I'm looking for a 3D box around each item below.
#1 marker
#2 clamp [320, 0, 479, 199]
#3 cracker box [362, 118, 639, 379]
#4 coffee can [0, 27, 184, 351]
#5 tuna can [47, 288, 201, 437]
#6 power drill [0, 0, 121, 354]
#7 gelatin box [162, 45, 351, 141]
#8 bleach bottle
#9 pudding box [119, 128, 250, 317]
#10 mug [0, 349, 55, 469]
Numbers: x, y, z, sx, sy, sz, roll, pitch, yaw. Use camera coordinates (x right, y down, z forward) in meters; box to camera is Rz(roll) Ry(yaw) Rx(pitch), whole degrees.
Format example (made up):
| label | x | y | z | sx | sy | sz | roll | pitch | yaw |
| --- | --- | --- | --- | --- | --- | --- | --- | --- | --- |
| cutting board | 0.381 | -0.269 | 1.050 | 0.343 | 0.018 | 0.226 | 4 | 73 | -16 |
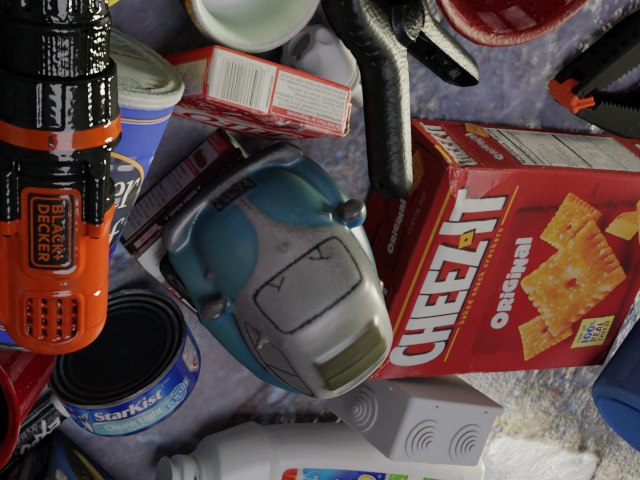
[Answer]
| label | x | y | z | sx | sy | sz | roll | pitch | yaw |
| --- | --- | --- | --- | --- | --- | --- | --- | --- | --- |
| marker | -0.175 | 0.114 | 0.657 | 0.121 | 0.020 | 0.020 | -40 | 133 | -1 |
| clamp | 0.035 | -0.110 | 0.584 | 0.171 | 0.039 | 0.120 | 54 | 46 | -39 |
| cracker box | 0.130 | 0.010 | 0.728 | 0.213 | 0.072 | 0.164 | 0 | 122 | -31 |
| coffee can | -0.139 | -0.033 | 0.518 | 0.102 | 0.103 | 0.140 | 11 | 116 | -36 |
| tuna can | -0.114 | 0.071 | 0.618 | 0.086 | 0.086 | 0.033 | -29 | 133 | -10 |
| power drill | -0.173 | -0.038 | 0.418 | 0.187 | 0.057 | 0.184 | 2 | 116 | -9 |
| gelatin box | -0.039 | -0.075 | 0.565 | 0.089 | 0.073 | 0.030 | 12 | 86 | -35 |
| bleach bottle | -0.003 | 0.180 | 0.779 | 0.250 | 0.068 | 0.103 | 8 | 116 | -32 |
| pudding box | -0.054 | 0.001 | 0.636 | 0.090 | 0.039 | 0.113 | -43 | 135 | 0 |
| mug | -0.200 | 0.069 | 0.558 | 0.117 | 0.081 | 0.093 | -1 | 109 | 5 |
